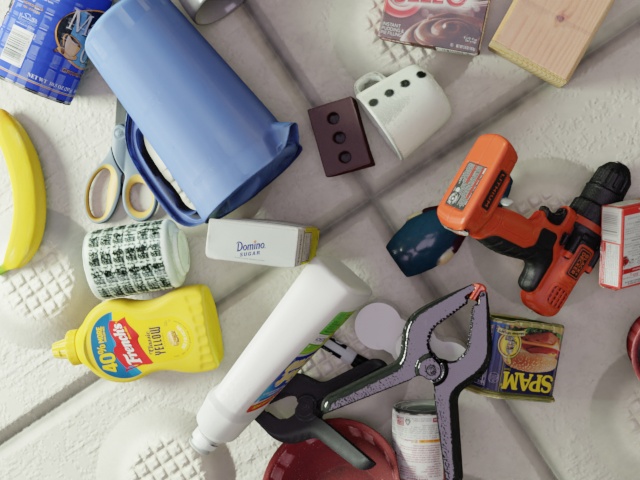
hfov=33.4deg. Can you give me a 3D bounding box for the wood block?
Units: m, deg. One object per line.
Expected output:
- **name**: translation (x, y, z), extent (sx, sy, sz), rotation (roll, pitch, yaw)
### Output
- **wood block**: translation (0.265, -0.274, 1.108), extent (0.091, 0.090, 0.206), rotation (30, 96, 4)

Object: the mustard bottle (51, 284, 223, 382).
- **mustard bottle**: translation (-0.212, 0.111, 1.210), extent (0.192, 0.058, 0.096), rotation (-9, 103, 9)

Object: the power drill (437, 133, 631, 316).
- **power drill**: translation (0.225, -0.033, 1.105), extent (0.187, 0.057, 0.184), rotation (31, 88, -28)

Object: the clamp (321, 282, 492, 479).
- **clamp**: translation (0.122, 0.142, 1.101), extent (0.164, 0.036, 0.210), rotation (37, 96, 8)

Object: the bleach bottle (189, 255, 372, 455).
- **bleach bottle**: translation (-0.052, 0.131, 1.157), extent (0.068, 0.102, 0.251), rotation (42, 100, 14)

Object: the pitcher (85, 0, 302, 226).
- **pitcher**: translation (-0.149, -0.141, 1.156), extent (0.149, 0.145, 0.243), rotation (-38, 86, -14)

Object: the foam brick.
- **foam brick**: translation (0.023, -0.112, 1.169), extent (0.053, 0.051, 0.078), rotation (-17, 91, 8)

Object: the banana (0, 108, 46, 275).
- **banana**: translation (-0.349, -0.052, 1.229), extent (0.069, 0.037, 0.198), rotation (4, 94, 6)

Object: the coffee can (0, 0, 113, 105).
- **coffee can**: translation (-0.298, -0.234, 1.179), extent (0.103, 0.102, 0.140), rotation (25, 96, 5)

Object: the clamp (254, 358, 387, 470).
- **clamp**: translation (-0.006, 0.196, 1.175), extent (0.172, 0.039, 0.120), rotation (-10, 59, 23)

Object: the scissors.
- **scissors**: translation (-0.212, -0.109, 1.219), extent (0.096, 0.016, 0.202), rotation (21, 96, 4)

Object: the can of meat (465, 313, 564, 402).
- **can of meat**: translation (0.208, 0.125, 1.141), extent (0.101, 0.058, 0.084), rotation (9, 91, -29)

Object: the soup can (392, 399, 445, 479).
- **soup can**: translation (0.112, 0.231, 1.170), extent (0.068, 0.068, 0.102), rotation (0, 93, 7)

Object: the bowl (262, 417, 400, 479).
- **bowl**: translation (0.017, 0.280, 1.171), extent (0.162, 0.055, 0.162), rotation (-11, 56, 16)

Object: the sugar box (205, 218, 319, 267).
- **sugar box**: translation (-0.058, 0.002, 1.124), extent (0.093, 0.176, 0.048), rotation (6, 94, 7)

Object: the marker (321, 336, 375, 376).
- **marker**: translation (0.010, 0.117, 1.201), extent (0.121, 0.020, 0.020), rotation (32, 97, 5)

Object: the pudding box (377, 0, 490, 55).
- **pudding box**: translation (0.125, -0.252, 1.153), extent (0.113, 0.039, 0.090), rotation (12, 95, 7)
